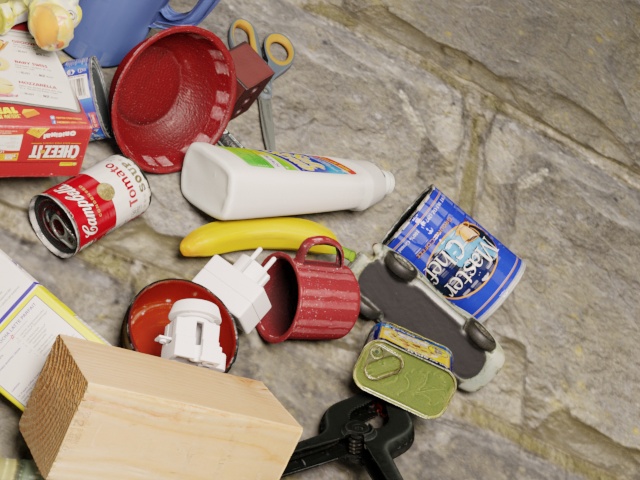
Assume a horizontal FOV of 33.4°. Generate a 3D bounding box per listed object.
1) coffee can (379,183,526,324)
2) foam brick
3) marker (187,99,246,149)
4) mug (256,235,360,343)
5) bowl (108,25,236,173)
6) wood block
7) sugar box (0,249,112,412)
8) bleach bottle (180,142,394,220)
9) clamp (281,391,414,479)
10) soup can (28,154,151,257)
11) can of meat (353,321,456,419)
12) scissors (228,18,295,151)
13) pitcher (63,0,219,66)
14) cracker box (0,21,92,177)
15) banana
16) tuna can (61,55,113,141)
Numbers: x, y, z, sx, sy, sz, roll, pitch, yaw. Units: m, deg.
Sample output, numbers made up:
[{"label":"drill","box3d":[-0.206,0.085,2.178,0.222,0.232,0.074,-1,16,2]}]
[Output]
[{"label":"coffee can","box3d":[0.148,0.019,1.215,0.140,0.103,0.102,40,48,-2]},{"label":"foam brick","box3d":[-0.100,-0.176,1.209,0.051,0.078,0.052,48,50,3]},{"label":"marker","box3d":[-0.121,-0.129,1.203,0.121,0.020,0.020,46,48,3]},{"label":"mug","box3d":[-0.010,0.050,1.097,0.081,0.117,0.093,6,17,-34]},{"label":"bowl","box3d":[-0.167,-0.155,1.131,0.161,0.162,0.055,-21,37,-39]},{"label":"wood block","box3d":[-0.133,0.157,0.899,0.205,0.090,0.091,19,11,-35]},{"label":"sugar box","box3d":[-0.259,0.088,0.936,0.176,0.048,0.093,42,83,1]},{"label":"bleach bottle","box3d":[-0.023,-0.066,1.186,0.250,0.068,0.103,-3,25,-40]},{"label":"clamp","box3d":[0.025,0.197,1.034,0.165,0.036,0.209,9,22,11]},{"label":"soup can","box3d":[-0.224,-0.035,1.047,0.068,0.069,0.102,49,48,5]},{"label":"can of meat","box3d":[0.089,0.131,1.106,0.102,0.057,0.084,24,14,2]},{"label":"scissors","box3d":[-0.054,-0.183,1.282,0.096,0.016,0.202,-7,65,-35]},{"label":"pitcher","box3d":[-0.193,-0.286,1.111,0.144,0.243,0.149,0,61,-32]},{"label":"cracker box","box3d":[-0.333,-0.151,1.021,0.163,0.072,0.214,-4,46,-34]},{"label":"banana","box3d":[-0.061,-0.003,1.133,0.197,0.070,0.037,0,105,-25]},{"label":"tuna can","box3d":[-0.239,-0.144,1.096,0.033,0.086,0.086,-11,62,-1]}]
